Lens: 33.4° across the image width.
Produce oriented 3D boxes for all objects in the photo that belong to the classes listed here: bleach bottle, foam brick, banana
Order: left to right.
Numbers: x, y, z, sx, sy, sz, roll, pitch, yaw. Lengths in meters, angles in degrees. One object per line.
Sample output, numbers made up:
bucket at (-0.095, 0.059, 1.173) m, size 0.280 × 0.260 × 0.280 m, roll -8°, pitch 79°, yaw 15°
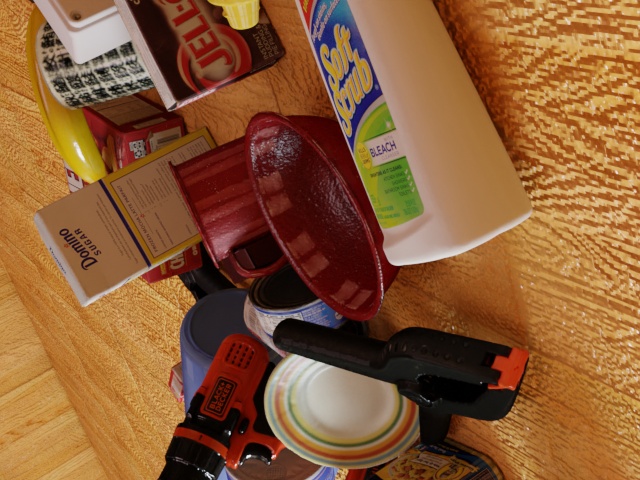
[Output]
banana at (-0.237, -0.133, 0.993) m, size 0.037 × 0.069 × 0.198 m, roll 0°, pitch 116°, yaw 20°
foam brick at (-0.056, 0.001, 0.938) m, size 0.053 × 0.051 × 0.078 m, roll 63°, pitch 158°, yaw -3°
bleach bottle at (0.028, -0.113, 0.598) m, size 0.251 × 0.068 × 0.103 m, roll 65°, pitch 160°, yaw -4°

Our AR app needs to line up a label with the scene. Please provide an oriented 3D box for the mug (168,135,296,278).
mug at (-0.060, -0.026, 0.841) m, size 0.093 × 0.081 × 0.117 m, roll 79°, pitch 165°, yaw -70°

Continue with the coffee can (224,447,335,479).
coffee can at (-0.036, 0.232, 1.016) m, size 0.103 × 0.102 × 0.140 m, roll 43°, pitch 151°, yaw 39°

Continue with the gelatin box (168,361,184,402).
gelatin box at (-0.130, 0.145, 1.228) m, size 0.030 × 0.089 × 0.073 m, roll 54°, pitch 158°, yaw 13°

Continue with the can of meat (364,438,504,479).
can of meat at (0.085, 0.200, 0.826) m, size 0.102 × 0.083 × 0.057 m, roll 11°, pitch 127°, yaw 63°

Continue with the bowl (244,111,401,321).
bowl at (0.013, -0.026, 0.744) m, size 0.162 × 0.055 × 0.162 m, roll 47°, pitch 155°, yaw 30°

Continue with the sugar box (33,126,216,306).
sugar box at (-0.160, -0.023, 0.966) m, size 0.093 × 0.176 × 0.048 m, roll 60°, pitch 159°, yaw 1°

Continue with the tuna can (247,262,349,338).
tuna can at (-0.012, 0.043, 0.845) m, size 0.086 × 0.086 × 0.034 m, roll 27°, pitch 143°, yaw 55°

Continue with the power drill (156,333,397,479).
power drill at (-0.035, 0.188, 0.911) m, size 0.187 × 0.184 × 0.057 m, roll 22°, pitch 155°, yaw 4°

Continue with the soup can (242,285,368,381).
soup can at (-0.015, 0.071, 0.910) m, size 0.102 × 0.068 × 0.068 m, roll 29°, pitch 143°, yaw 54°

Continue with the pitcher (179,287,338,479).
pitcher at (-0.071, 0.168, 1.099) m, size 0.243 × 0.149 × 0.145 m, roll 90°, pitch 160°, yaw -45°

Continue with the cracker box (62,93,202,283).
cracker box at (-0.209, -0.070, 1.128) m, size 0.214 × 0.072 × 0.164 m, roll 31°, pitch 133°, yaw 51°

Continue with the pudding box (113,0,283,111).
pudding box at (-0.092, -0.161, 0.762) m, size 0.113 × 0.090 × 0.039 m, roll 63°, pitch 159°, yaw -4°

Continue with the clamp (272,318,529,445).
clamp at (0.078, 0.101, 0.747) m, size 0.164 × 0.036 × 0.210 m, roll 37°, pitch 155°, yaw -25°

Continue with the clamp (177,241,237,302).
clamp at (-0.131, 0.047, 1.174) m, size 0.172 × 0.039 × 0.120 m, roll 53°, pitch 148°, yaw 33°
